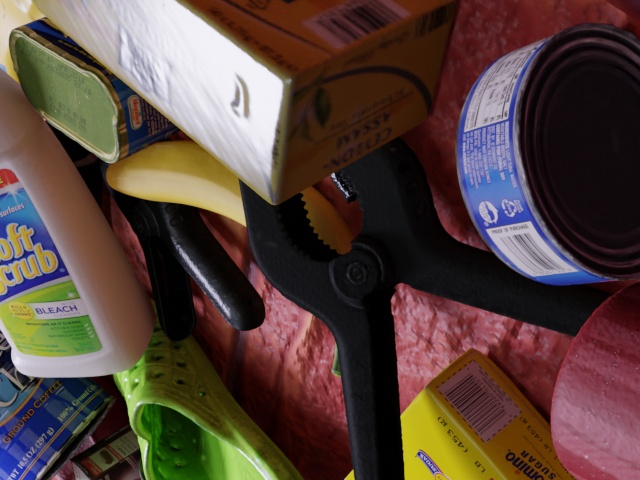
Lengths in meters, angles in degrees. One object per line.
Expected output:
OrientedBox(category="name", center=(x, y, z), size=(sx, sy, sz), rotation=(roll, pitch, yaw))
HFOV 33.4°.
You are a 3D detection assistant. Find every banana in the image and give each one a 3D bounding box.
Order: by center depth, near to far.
OrientedBox(category="banana", center=(-0.040, -0.012, 0.568), size=(0.198, 0.069, 0.037), rotation=(38, 180, 30))

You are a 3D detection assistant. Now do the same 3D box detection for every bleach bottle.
OrientedBox(category="bleach bottle", center=(-0.187, -0.018, 0.644), size=(0.103, 0.068, 0.251), rotation=(-3, 135, 18))

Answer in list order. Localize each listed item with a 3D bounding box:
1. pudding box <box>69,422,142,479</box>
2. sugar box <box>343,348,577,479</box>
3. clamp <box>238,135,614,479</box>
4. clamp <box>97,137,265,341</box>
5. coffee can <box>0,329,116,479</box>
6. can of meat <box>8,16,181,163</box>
OrientedBox(category="pudding box", center=(-0.142, 0.199, 0.849), size=(0.039, 0.089, 0.113), rotation=(24, 133, 42))
OrientedBox(category="sugar box", center=(0.066, 0.137, 0.562), size=(0.093, 0.048, 0.176), rotation=(50, 145, 16))
OrientedBox(category="clamp", center=(0.035, 0.011, 0.475), size=(0.165, 0.036, 0.210), rotation=(-37, 77, 28))
OrientedBox(category="clamp", center=(-0.101, -0.009, 0.673), size=(0.120, 0.039, 0.171), rotation=(-31, 85, 53))
OrientedBox(category="coffee can", center=(-0.241, 0.113, 0.802), size=(0.140, 0.102, 0.103), rotation=(40, 146, 2))
OrientedBox(category="can of meat", center=(-0.102, -0.092, 0.564), size=(0.102, 0.083, 0.057), rotation=(32, 139, 35))
